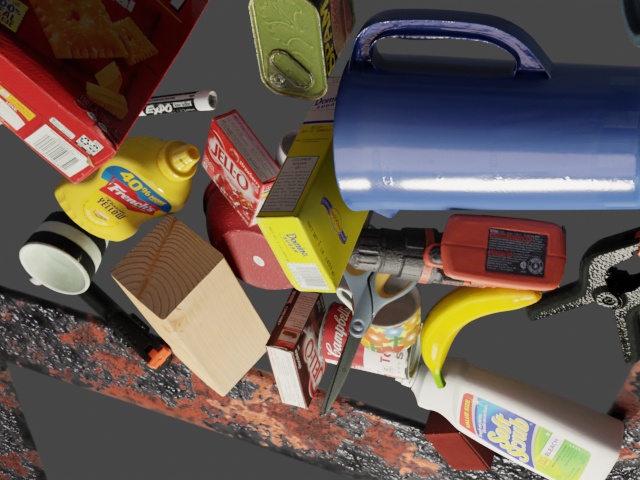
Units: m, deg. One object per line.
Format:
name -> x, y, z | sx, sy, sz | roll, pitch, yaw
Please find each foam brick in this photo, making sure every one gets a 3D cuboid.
foam brick -> 0.168, 0.230, 1.266 | 0.051, 0.053, 0.078 | -13, 129, 38

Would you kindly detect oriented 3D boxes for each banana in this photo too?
banana -> 0.152, 0.080, 1.098 | 0.069, 0.037, 0.198 | 41, 138, 4

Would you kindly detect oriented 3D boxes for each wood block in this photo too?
wood block -> -0.133, 0.075, 1.155 | 0.090, 0.090, 0.206 | 37, 165, 29

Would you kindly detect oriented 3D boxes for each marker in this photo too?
marker -> -0.153, -0.131, 1.031 | 0.121, 0.020, 0.020 | -1, 136, 30

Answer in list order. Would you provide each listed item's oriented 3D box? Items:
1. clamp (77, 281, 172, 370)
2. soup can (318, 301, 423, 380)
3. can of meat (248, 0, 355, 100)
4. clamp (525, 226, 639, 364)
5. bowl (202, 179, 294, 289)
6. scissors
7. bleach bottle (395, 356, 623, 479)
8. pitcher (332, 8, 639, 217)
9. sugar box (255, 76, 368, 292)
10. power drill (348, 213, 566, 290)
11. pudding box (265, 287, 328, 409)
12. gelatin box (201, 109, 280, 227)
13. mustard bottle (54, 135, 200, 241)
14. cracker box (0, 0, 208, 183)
clamp -> -0.224, 0.114, 1.288 | 0.210, 0.036, 0.164 | 30, 164, 52
soup can -> 0.056, 0.110, 1.168 | 0.102, 0.068, 0.068 | 11, 141, 16
can of meat -> -0.011, -0.177, 0.843 | 0.057, 0.083, 0.102 | 11, 141, 17
clamp -> 0.281, 0.053, 1.000 | 0.120, 0.039, 0.172 | 26, 143, -4
bowl -> -0.057, 0.001, 1.110 | 0.162, 0.055, 0.162 | 15, 142, 12
scissors -> 0.028, 0.068, 1.073 | 0.096, 0.202, 0.016 | 39, -172, 13
bleach bottle -> 0.203, 0.197, 1.196 | 0.251, 0.068, 0.103 | 22, 131, 6
pitcher -> 0.137, -0.092, 0.838 | 0.243, 0.145, 0.149 | 3, 172, 20
sugar box -> 0.009, -0.051, 0.909 | 0.048, 0.176, 0.093 | 2, 139, 29
power drill -> 0.120, 0.011, 0.936 | 0.184, 0.057, 0.188 | 4, 178, -8
pudding box -> -0.022, 0.122, 1.207 | 0.039, 0.090, 0.113 | 8, 140, 21
gelatin box -> -0.076, -0.069, 1.022 | 0.089, 0.030, 0.073 | 52, 149, 19
mustard bottle -> -0.188, -0.060, 1.103 | 0.192, 0.058, 0.096 | -22, 126, 43
cracker box -> -0.192, -0.178, 0.834 | 0.164, 0.213, 0.072 | 42, 138, -23
